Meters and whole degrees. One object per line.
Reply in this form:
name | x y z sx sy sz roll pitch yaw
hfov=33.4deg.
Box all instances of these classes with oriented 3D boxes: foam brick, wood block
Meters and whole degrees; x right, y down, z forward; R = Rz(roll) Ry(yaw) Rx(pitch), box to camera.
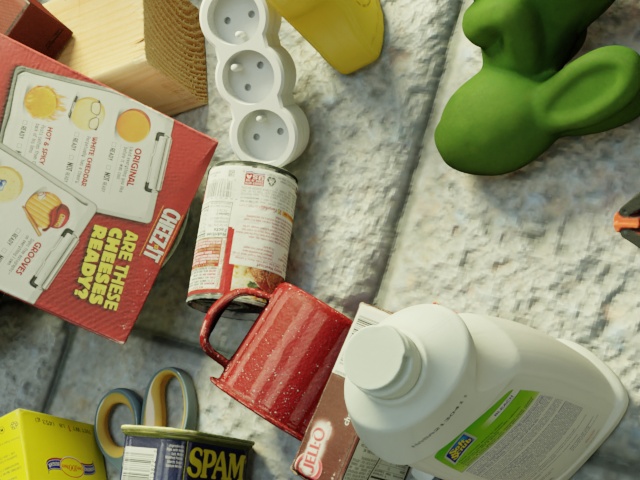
foam brick | -0.241 -0.152 0.821 0.051 0.053 0.078 40 94 32
wood block | -0.205 -0.138 0.882 0.206 0.090 0.091 -14 68 24

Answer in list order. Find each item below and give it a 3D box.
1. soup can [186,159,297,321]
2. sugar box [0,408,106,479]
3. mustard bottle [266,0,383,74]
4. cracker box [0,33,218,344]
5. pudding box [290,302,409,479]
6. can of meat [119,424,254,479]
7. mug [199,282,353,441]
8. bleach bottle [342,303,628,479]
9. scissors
soup can | -0.055 0.001 0.765 0.069 0.068 0.102 -1 73 28
sugar box | -0.184 0.213 0.751 0.048 0.093 0.176 -28 63 18
mustard bottle | -0.021 -0.195 0.739 0.058 0.191 0.096 -22 64 20
cracker box | -0.206 -0.044 0.766 0.164 0.213 0.072 -65 14 -4
pudding box | 0.036 0.105 0.667 0.039 0.090 0.113 22 84 32
can of meat | -0.092 0.170 0.710 0.058 0.102 0.084 -2 75 28
mug | -0.023 0.075 0.703 0.117 0.093 0.081 32 84 -5
bleach bottle | 0.084 0.078 0.554 0.102 0.250 0.068 -51 58 5
scissors | -0.136 0.191 0.777 0.096 0.016 0.201 1 74 31
